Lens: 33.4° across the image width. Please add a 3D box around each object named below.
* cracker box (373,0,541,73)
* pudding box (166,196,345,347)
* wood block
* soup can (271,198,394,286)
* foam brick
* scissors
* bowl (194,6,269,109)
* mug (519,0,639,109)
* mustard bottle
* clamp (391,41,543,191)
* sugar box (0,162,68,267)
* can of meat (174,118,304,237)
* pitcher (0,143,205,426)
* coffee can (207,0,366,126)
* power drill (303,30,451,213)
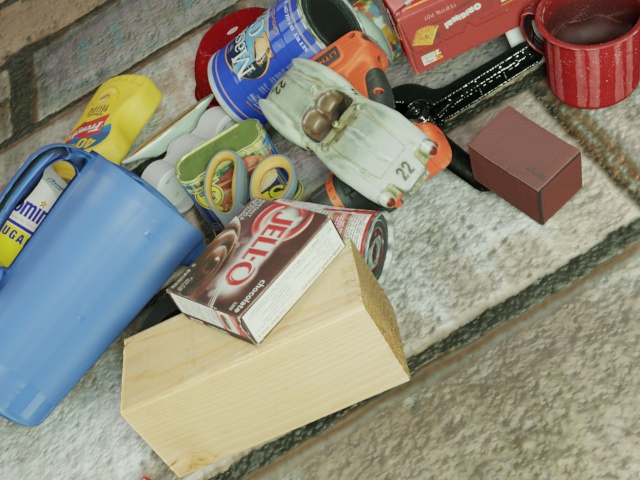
[{"bbox_3d":[0.127,-0.271,1.032,0.164,0.072,0.214,-25,39,5],"label":"cracker box"},{"bbox_3d":[-0.049,0.021,0.819,0.090,0.039,0.113,15,57,46],"label":"pudding box"},{"bbox_3d":[-0.045,0.093,0.845,0.206,0.090,0.090,-25,37,12],"label":"wood block"},{"bbox_3d":[0.004,0.002,0.909,0.102,0.068,0.068,8,51,22],"label":"soup can"},{"bbox_3d":[0.168,-0.062,0.875,0.053,0.051,0.078,-42,58,-12],"label":"foam brick"},{"bbox_3d":[-0.056,0.001,0.948,0.096,0.016,0.202,-17,62,6],"label":"scissors"},{"bbox_3d":[-0.092,-0.228,1.269,0.162,0.055,0.162,-20,38,17],"label":"bowl"},{"bbox_3d":[0.227,-0.173,0.932,0.117,0.081,0.093,23,63,31],"label":"mug"},{"bbox_3d":[-0.265,-0.114,1.267,0.096,0.058,0.191,-6,45,34],"label":"mustard bottle"},{"bbox_3d":[0.100,-0.104,1.004,0.210,0.036,0.164,-8,50,35],"label":"clamp"},{"bbox_3d":[-0.307,0.017,1.079,0.093,0.048,0.176,41,106,30],"label":"sugar box"},{"bbox_3d":[-0.081,-0.060,1.048,0.102,0.084,0.057,-31,37,3],"label":"can of meat"},{"bbox_3d":[-0.236,0.040,0.979,0.149,0.145,0.243,36,84,21],"label":"pitcher"},{"bbox_3d":[-0.035,-0.191,1.112,0.141,0.102,0.102,-32,32,36],"label":"coffee can"},{"bbox_3d":[0.020,-0.092,0.998,0.185,0.057,0.188,-31,51,19],"label":"power drill"}]
